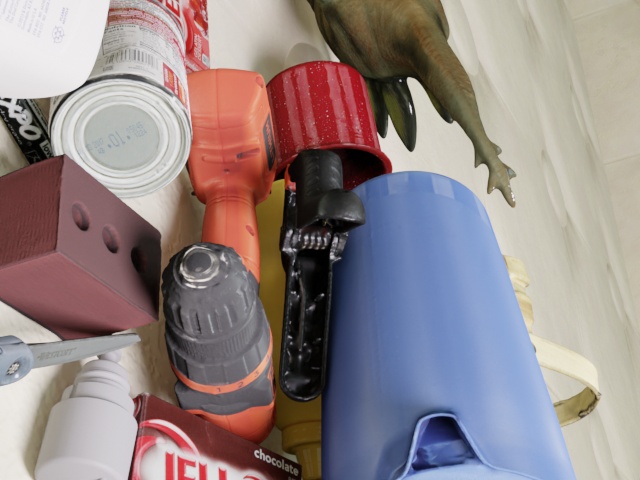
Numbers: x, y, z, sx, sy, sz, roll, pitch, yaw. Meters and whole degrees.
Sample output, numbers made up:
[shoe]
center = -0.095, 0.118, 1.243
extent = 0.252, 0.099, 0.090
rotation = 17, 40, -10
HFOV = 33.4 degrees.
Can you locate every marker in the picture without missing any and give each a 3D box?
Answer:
[marker]
center = -0.147, -0.065, 0.514
extent = 0.121, 0.020, 0.020
rotation = 63, 24, -25

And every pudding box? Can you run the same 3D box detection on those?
[pudding box]
center = -0.059, 0.138, 0.525
extent = 0.113, 0.039, 0.090
rotation = 35, 42, -37

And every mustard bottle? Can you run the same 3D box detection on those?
[mustard bottle]
center = -0.011, 0.062, 0.702
extent = 0.096, 0.058, 0.191
rotation = 45, 34, -60

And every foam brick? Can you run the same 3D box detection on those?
[foam brick]
center = -0.117, 0.006, 0.494
extent = 0.078, 0.051, 0.053
rotation = 45, 35, -51

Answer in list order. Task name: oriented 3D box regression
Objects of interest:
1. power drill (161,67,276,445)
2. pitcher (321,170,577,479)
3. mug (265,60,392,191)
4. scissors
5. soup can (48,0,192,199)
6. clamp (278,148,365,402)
[power drill]
center = -0.054, 0.001, 0.576
extent = 0.184, 0.057, 0.187
rotation = 90, -1, -58
[pitcher]
center = 0.061, 0.082, 0.604
extent = 0.144, 0.149, 0.243
rotation = 25, 36, -24
[mug]
center = 0.000, -0.073, 0.801
extent = 0.117, 0.093, 0.081
rotation = 93, -12, -62
[scissors]
center = -0.121, 0.034, 0.409
extent = 0.016, 0.096, 0.201
rotation = 38, 29, 18
[soup can]
center = -0.099, -0.075, 0.536
extent = 0.068, 0.068, 0.102
rotation = 58, 10, -35
[clamp]
center = -0.006, 0.008, 0.599
extent = 0.171, 0.039, 0.120
rotation = -98, -156, -71
